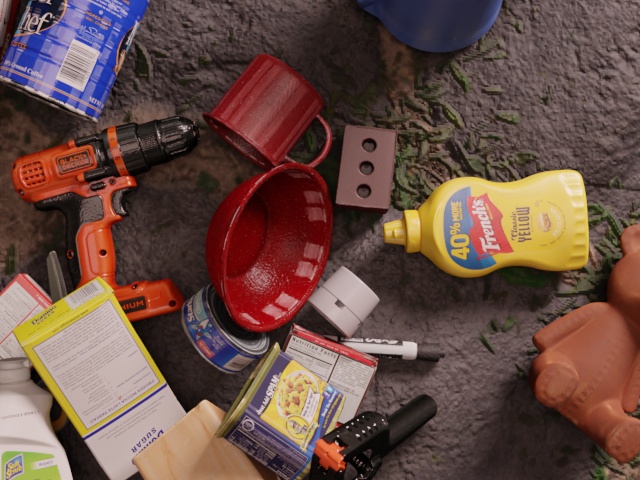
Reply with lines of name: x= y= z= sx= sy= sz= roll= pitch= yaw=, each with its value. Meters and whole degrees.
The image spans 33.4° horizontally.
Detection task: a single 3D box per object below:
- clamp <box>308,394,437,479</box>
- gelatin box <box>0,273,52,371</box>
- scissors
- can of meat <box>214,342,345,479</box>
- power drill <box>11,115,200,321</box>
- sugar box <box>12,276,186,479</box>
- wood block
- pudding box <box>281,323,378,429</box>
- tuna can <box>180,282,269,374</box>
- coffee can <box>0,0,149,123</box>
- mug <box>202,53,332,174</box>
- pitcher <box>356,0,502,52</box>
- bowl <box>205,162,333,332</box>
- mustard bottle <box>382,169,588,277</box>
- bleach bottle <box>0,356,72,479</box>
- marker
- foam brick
clamp: x=0.041 y=0.190 z=0.956 sx=0.036 sy=0.210 sz=0.164 roll=35 pitch=81 yaw=22
gelatin box: x=-0.292 y=0.088 z=1.031 sx=0.073 sy=0.030 sz=0.089 roll=44 pitch=89 yaw=-1
scissors: x=-0.253 y=0.108 z=1.000 sx=0.096 sy=0.016 sz=0.202 roll=-14 pitch=113 yaw=11
can of meat: x=-0.033 y=0.155 z=0.950 sx=0.084 sy=0.102 sz=0.058 roll=35 pitch=131 yaw=-3
power drill: x=-0.187 y=-0.016 z=1.022 sx=0.184 sy=0.057 sz=0.187 roll=-16 pitch=86 yaw=3
sugar box: x=-0.195 y=0.131 z=0.978 sx=0.093 sy=0.048 sz=0.176 roll=-32 pitch=121 yaw=-14
wood block: x=-0.066 y=0.256 z=0.958 sx=0.090 sy=0.090 sz=0.206 roll=-40 pitch=63 yaw=-2
pudding box: x=-0.007 y=0.148 z=1.018 sx=0.090 sy=0.039 sz=0.113 roll=23 pitch=99 yaw=1
tuna can: x=-0.088 y=0.081 z=1.002 sx=0.034 sy=0.086 sz=0.086 roll=-39 pitch=89 yaw=22
coffee can: x=-0.230 y=-0.194 z=1.002 sx=0.103 sy=0.103 sz=0.140 roll=23 pitch=89 yaw=0
mug: x=-0.041 y=-0.114 z=1.008 sx=0.117 sy=0.093 sz=0.081 roll=37 pitch=83 yaw=7
pitcher: x=0.130 y=-0.268 z=0.938 sx=0.145 sy=0.243 sz=0.149 roll=33 pitch=81 yaw=2
bowl: x=-0.057 y=0.001 z=0.993 sx=0.055 sy=0.161 sz=0.162 roll=18 pitch=88 yaw=34
mustard bottle: x=0.156 y=-0.014 z=1.023 sx=0.191 sy=0.058 sz=0.096 roll=-4 pitch=93 yaw=0
bleach bottle: x=-0.263 y=0.231 z=0.970 sx=0.102 sy=0.068 sz=0.251 roll=-5 pitch=93 yaw=-42
marker: x=0.061 y=0.106 z=1.038 sx=0.121 sy=0.020 sz=0.020 roll=4 pitch=88 yaw=0
foam brick: x=0.043 y=-0.067 z=1.027 sx=0.053 sy=0.051 sz=0.078 roll=6 pitch=89 yaw=0
